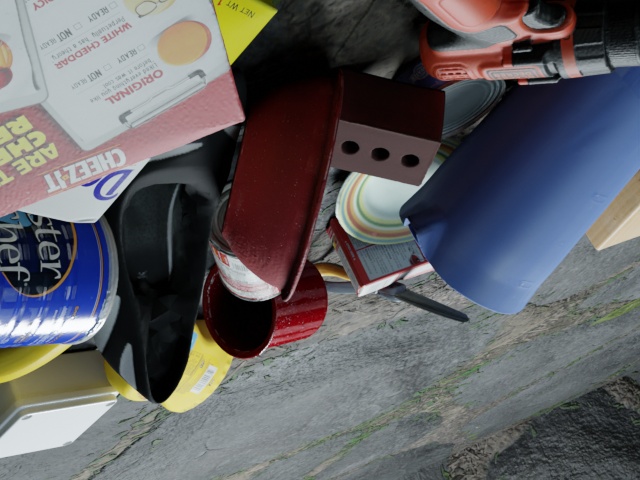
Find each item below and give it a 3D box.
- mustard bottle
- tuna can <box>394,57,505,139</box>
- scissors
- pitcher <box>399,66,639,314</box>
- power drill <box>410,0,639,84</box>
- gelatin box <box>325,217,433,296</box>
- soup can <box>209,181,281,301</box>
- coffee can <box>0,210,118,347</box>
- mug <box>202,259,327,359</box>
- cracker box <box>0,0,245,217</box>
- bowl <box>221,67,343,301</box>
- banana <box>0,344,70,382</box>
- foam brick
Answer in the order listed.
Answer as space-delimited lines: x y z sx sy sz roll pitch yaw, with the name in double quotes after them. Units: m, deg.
-0.153 0.109 1.013 0.096 0.058 0.191 -51 157 0 "mustard bottle"
0.094 -0.112 0.809 0.086 0.034 0.086 -22 159 -9 "tuna can"
0.076 0.040 1.015 0.202 0.016 0.096 10 -153 38 "scissors"
0.190 -0.066 0.854 0.243 0.145 0.149 -51 -178 26 "pitcher"
0.122 -0.144 0.638 0.185 0.057 0.187 -1 166 28 "power drill"
0.061 0.003 0.991 0.089 0.073 0.030 -19 159 -18 "gelatin box"
-0.056 0.001 0.863 0.068 0.068 0.102 -23 159 -7 "soup can"
-0.215 0.019 0.675 0.140 0.103 0.103 1 147 -49 "coffee can"
-0.045 0.045 0.973 0.081 0.093 0.117 -8 117 -49 "mug"
-0.135 -0.112 0.431 0.164 0.072 0.213 -22 144 -7 "cracker box"
-0.030 -0.043 0.720 0.055 0.162 0.162 13 151 -6 "bowl"
-0.232 0.075 0.884 0.198 0.037 0.069 -32 159 17 "banana"
0.043 -0.079 0.754 0.078 0.051 0.053 12 143 -7 "foam brick"
